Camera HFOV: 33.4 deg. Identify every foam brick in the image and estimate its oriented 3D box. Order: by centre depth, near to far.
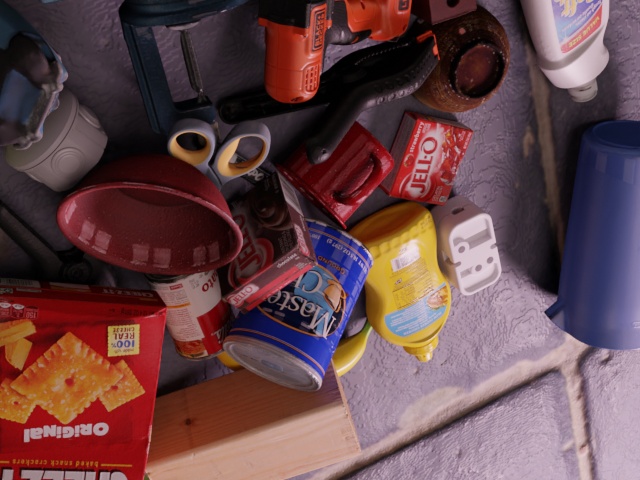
[{"bbox_3d":[0.110,-0.253,1.005,0.053,0.051,0.078,-22,123,-16],"label":"foam brick"}]

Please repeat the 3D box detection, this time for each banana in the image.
[{"bbox_3d":[-0.029,0.125,1.153,0.197,0.037,0.069,-5,88,-28],"label":"banana"}]

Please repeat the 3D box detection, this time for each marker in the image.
[{"bbox_3d":[-0.073,-0.069,1.033,0.121,0.020,0.020,32,99,-36],"label":"marker"}]

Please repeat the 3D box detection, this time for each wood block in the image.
[{"bbox_3d":[-0.073,0.193,1.095,0.206,0.091,0.090,-18,130,1],"label":"wood block"}]

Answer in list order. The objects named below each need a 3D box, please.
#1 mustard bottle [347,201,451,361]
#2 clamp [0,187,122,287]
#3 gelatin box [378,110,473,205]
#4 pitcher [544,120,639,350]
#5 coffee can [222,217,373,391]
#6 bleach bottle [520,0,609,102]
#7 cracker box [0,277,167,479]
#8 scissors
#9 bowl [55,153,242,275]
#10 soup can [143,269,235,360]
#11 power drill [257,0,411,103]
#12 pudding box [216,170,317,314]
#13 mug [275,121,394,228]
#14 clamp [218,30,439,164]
[{"bbox_3d":[0.093,0.057,1.159,0.096,0.058,0.191,-29,124,-15],"label":"mustard bottle"},{"bbox_3d":[-0.241,0.021,0.986,0.120,0.039,0.171,-5,112,-20],"label":"clamp"},{"bbox_3d":[0.109,-0.084,1.109,0.073,0.030,0.089,8,112,-30],"label":"gelatin box"},{"bbox_3d":[0.351,-0.009,1.214,0.149,0.145,0.243,-32,130,-48],"label":"pitcher"},{"bbox_3d":[-0.021,0.062,1.044,0.102,0.103,0.140,42,63,-36],"label":"coffee can"},{"bbox_3d":[0.250,-0.252,1.071,0.102,0.068,0.250,-31,128,-9],"label":"bleach bottle"},{"bbox_3d":[-0.235,0.147,0.962,0.164,0.072,0.214,6,99,-19],"label":"cracker box"},{"bbox_3d":[-0.115,-0.054,0.959,0.096,0.016,0.202,16,145,-27],"label":"scissors"},{"bbox_3d":[-0.145,-0.029,0.932,0.162,0.055,0.162,4,151,2],"label":"bowl"},{"bbox_3d":[-0.126,0.057,1.045,0.068,0.069,0.102,-26,124,-12],"label":"soup can"},{"bbox_3d":[0.015,-0.225,0.915,0.187,0.057,0.184,-32,136,-50],"label":"power drill"},{"bbox_3d":[-0.057,0.001,1.008,0.090,0.113,0.039,-34,130,16],"label":"pudding box"},{"bbox_3d":[0.021,-0.068,1.024,0.081,0.117,0.093,-47,118,-3],"label":"mug"},{"bbox_3d":[0.018,-0.140,0.980,0.209,0.165,0.036,-34,126,-28],"label":"clamp"}]
